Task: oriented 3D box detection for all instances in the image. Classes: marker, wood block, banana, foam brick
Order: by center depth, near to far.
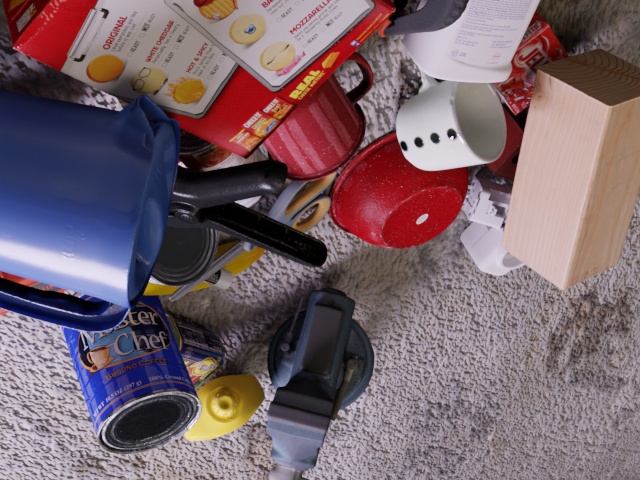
[{"bbox_3d":[-0.134,0.020,0.998,0.120,0.020,0.020,23,122,-37],"label":"marker"},{"bbox_3d":[-0.145,0.023,1.025,0.197,0.037,0.070,4,135,-38],"label":"banana"},{"bbox_3d":[0.253,-0.068,1.040,0.090,0.091,0.206,-21,132,-31],"label":"wood block"},{"bbox_3d":[0.203,-0.096,1.095,0.078,0.051,0.053,14,128,-44],"label":"foam brick"}]

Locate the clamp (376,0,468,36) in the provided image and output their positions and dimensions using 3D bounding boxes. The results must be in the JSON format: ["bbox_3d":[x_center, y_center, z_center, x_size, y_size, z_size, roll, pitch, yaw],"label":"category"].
[{"bbox_3d":[0.094,-0.228,0.829,0.039,0.120,0.172,-16,167,-46],"label":"clamp"}]

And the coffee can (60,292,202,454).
[{"bbox_3d":[-0.185,0.120,1.032,0.102,0.140,0.103,-18,145,-14],"label":"coffee can"}]

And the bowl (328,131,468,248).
[{"bbox_3d":[0.091,-0.042,1.087,0.162,0.055,0.162,-18,145,-13],"label":"bowl"}]

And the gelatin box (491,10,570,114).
[{"bbox_3d":[0.195,-0.168,1.014,0.073,0.030,0.089,-37,145,12],"label":"gelatin box"}]

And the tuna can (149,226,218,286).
[{"bbox_3d":[-0.136,-0.002,0.959,0.085,0.086,0.034,-2,-177,-38],"label":"tuna can"}]

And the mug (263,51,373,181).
[{"bbox_3d":[-0.009,-0.116,0.893,0.117,0.093,0.081,-32,141,4],"label":"mug"}]

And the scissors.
[{"bbox_3d":[-0.057,0.001,1.030,0.201,0.016,0.096,-44,156,-6],"label":"scissors"}]

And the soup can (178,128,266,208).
[{"bbox_3d":[-0.088,-0.076,0.908,0.068,0.068,0.102,-29,147,2],"label":"soup can"}]

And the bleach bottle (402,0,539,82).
[{"bbox_3d":[0.159,-0.246,0.861,0.102,0.068,0.251,-4,137,-32],"label":"bleach bottle"}]

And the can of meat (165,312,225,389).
[{"bbox_3d":[-0.163,0.129,1.136,0.102,0.057,0.083,-39,147,17],"label":"can of meat"}]

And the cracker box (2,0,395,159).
[{"bbox_3d":[-0.079,-0.163,0.722,0.164,0.072,0.213,-42,140,22],"label":"cracker box"}]

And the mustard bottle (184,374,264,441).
[{"bbox_3d":[-0.109,0.183,1.172,0.096,0.058,0.192,-25,174,-12],"label":"mustard bottle"}]

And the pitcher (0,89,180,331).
[{"bbox_3d":[-0.225,-0.034,0.733,0.243,0.149,0.145,13,167,0],"label":"pitcher"}]

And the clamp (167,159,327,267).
[{"bbox_3d":[-0.101,-0.038,0.863,0.210,0.036,0.164,14,159,11],"label":"clamp"}]
